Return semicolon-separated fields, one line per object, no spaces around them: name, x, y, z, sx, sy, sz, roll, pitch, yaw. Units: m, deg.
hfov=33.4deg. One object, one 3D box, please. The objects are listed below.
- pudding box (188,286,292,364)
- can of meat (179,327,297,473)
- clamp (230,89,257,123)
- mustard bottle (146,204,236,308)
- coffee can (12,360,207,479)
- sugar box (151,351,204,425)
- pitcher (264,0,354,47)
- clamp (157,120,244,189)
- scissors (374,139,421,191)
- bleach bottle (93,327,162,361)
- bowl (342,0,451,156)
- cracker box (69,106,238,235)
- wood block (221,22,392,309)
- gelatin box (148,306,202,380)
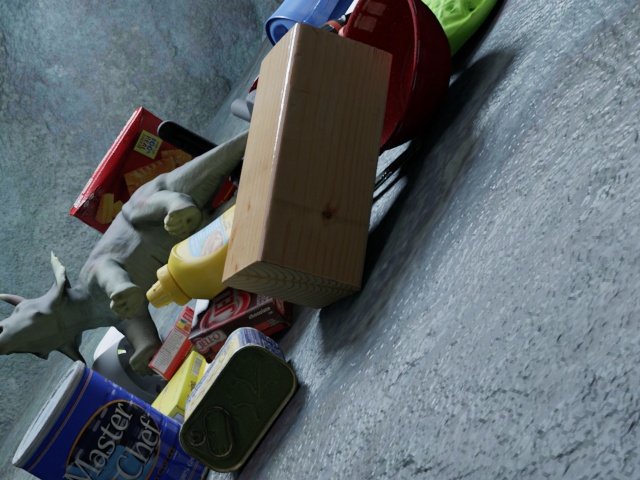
pudding box;-0.072;0.056;1.000;0.090;0.039;0.113;-25;24;14
can of meat;-0.068;0.124;0.857;0.102;0.057;0.084;-55;10;2
clamp;-0.055;-0.137;1.316;0.039;0.120;0.171;-49;9;-7
mustard bottle;-0.078;0.002;0.983;0.191;0.058;0.096;-34;22;5
coffee can;-0.179;0.184;0.927;0.103;0.140;0.103;-52;13;17
sugar box;-0.162;0.199;1.044;0.176;0.048;0.093;-49;14;24
pitcher;0.041;-0.356;1.505;0.149;0.145;0.242;16;67;44
clamp;-0.099;-0.087;1.295;0.036;0.165;0.209;-53;-14;13
scissors;0.024;-0.019;0.964;0.202;0.016;0.096;-34;27;60
bleach bottle;-0.259;0.165;1.464;0.102;0.068;0.251;-57;15;-3
bowl;0.069;-0.148;0.943;0.162;0.055;0.162;-176;90;-66
cracker box;-0.188;-0.045;1.372;0.164;0.213;0.072;-58;14;-5
wood block;-0.010;-0.060;0.879;0.090;0.090;0.206;149;133;-62
gelatin box;-0.132;0.110;1.107;0.073;0.030;0.089;-57;-19;0
